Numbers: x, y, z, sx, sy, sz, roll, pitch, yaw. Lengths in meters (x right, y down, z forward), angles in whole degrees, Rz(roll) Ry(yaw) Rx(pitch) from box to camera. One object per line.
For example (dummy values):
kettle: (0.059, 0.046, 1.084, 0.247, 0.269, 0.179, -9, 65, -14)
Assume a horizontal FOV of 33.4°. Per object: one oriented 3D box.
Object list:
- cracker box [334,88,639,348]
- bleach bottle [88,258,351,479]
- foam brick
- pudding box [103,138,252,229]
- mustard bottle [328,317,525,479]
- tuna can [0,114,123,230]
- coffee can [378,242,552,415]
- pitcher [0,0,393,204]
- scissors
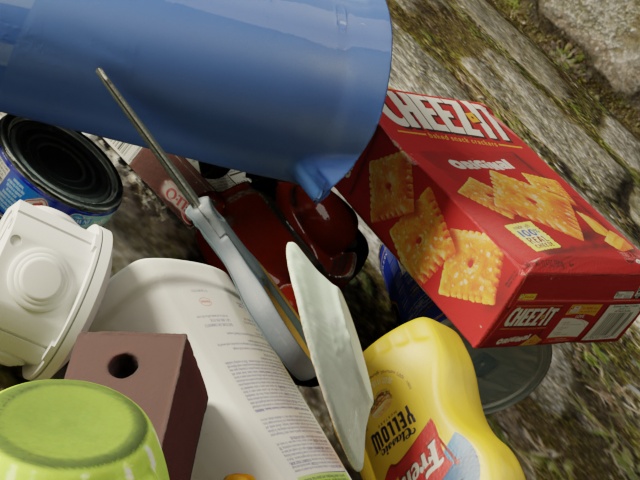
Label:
cracker box: (0.113, -0.022, 0.749, 0.163, 0.072, 0.214, 2, 38, -42)
bleach bottle: (-0.023, 0.125, 0.527, 0.251, 0.068, 0.102, 55, 19, 22)
foam brick: (-0.084, 0.086, 0.462, 0.051, 0.053, 0.078, 80, 13, -50)
pudding box: (-0.099, -0.064, 0.767, 0.113, 0.039, 0.090, 48, 22, 8)
mustard bottle: (0.067, 0.140, 0.602, 0.058, 0.096, 0.192, 29, 26, -37)
tuna can: (-0.159, -0.037, 0.627, 0.086, 0.034, 0.086, 35, 24, -18)
coffee can: (0.106, 0.049, 0.816, 0.102, 0.103, 0.140, 30, 26, -27)
pitcher: (-0.090, -0.122, 0.632, 0.242, 0.145, 0.149, 10, 17, -22)
scissors: (-0.054, 0.001, 0.564, 0.201, 0.016, 0.096, 54, 3, -28)
